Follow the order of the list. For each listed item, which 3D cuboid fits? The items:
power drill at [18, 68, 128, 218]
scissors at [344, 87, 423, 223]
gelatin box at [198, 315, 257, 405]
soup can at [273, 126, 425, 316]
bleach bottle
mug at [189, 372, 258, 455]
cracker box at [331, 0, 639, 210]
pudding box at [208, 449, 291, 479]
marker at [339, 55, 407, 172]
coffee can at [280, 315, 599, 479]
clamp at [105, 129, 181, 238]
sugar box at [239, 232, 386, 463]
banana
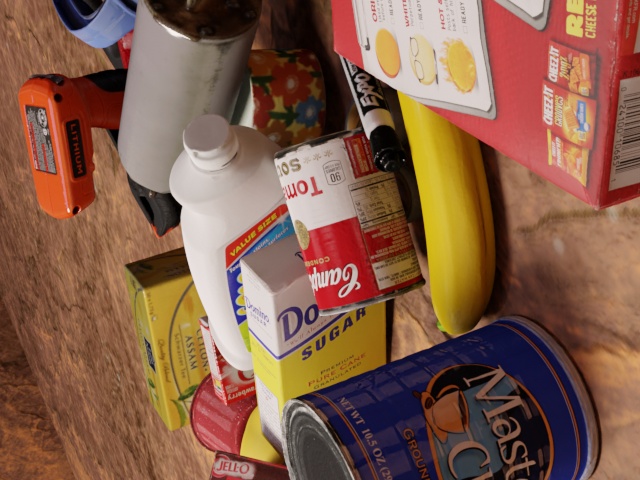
[{"bbox_3d":[-0.133,-0.077,0.840,0.057,0.187,0.184,9,113,48],"label":"power drill"},{"bbox_3d":[0.022,-0.040,0.727,0.096,0.016,0.202,68,158,9],"label":"scissors"},{"bbox_3d":[-0.051,0.088,0.898,0.030,0.089,0.073,29,133,59],"label":"gelatin box"},{"bbox_3d":[0.017,-0.013,0.647,0.069,0.068,0.102,-13,94,68],"label":"soup can"},{"bbox_3d":[-0.055,0.001,0.736,0.068,0.102,0.251,59,173,30],"label":"bleach bottle"},{"bbox_3d":[-0.056,0.174,0.994,0.117,0.093,0.082,48,165,-29],"label":"mug"},{"bbox_3d":[0.079,-0.133,0.451,0.214,0.072,0.164,43,144,51],"label":"cracker box"},{"bbox_3d":[-0.026,0.191,0.793,0.113,0.090,0.039,64,-140,-64],"label":"pudding box"},{"bbox_3d":[0.029,-0.081,0.625,0.121,0.020,0.020,-104,13,-45],"label":"marker"},{"bbox_3d":[0.063,0.111,0.581,0.103,0.140,0.103,49,149,44],"label":"coffee can"},{"bbox_3d":[-0.189,-0.076,1.128,0.120,0.039,0.171,51,158,32],"label":"clamp"},{"bbox_3d":[0.000,0.070,0.746,0.048,0.093,0.176,44,149,38],"label":"sugar box"},{"bbox_3d":[0.069,-0.023,0.603,0.070,0.037,0.198,31,134,58],"label":"banana"}]
